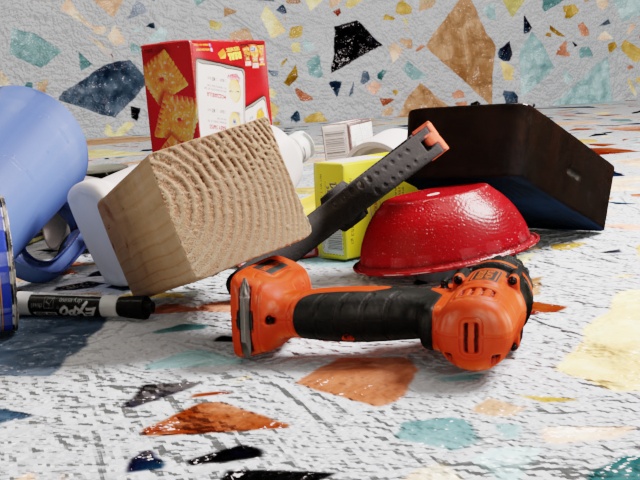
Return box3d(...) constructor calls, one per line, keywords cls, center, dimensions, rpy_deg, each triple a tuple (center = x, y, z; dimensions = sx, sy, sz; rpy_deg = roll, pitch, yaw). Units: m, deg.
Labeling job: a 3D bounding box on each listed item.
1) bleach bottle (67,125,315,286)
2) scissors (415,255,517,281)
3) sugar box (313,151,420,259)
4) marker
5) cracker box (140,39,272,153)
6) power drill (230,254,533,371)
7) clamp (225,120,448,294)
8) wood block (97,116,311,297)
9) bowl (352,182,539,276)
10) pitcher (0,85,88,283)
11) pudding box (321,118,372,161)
box3d(cls="bleach bottle", center=(-0.104, -0.053, 0.993), dimensions=(0.250, 0.102, 0.068), rpy_deg=(-31, 16, -37))
box3d(cls="scissors", center=(0.148, 0.009, 0.970), dimensions=(0.096, 0.016, 0.201), rpy_deg=(0, 11, 27))
box3d(cls="sugar box", center=(0.069, -0.041, 1.062), dimensions=(0.175, 0.093, 0.048), rpy_deg=(-13, 14, -43))
box3d(cls="marker", center=(-0.183, 0.050, 0.828), dimensions=(0.121, 0.020, 0.020), rpy_deg=(0, 10, 20))
box3d(cls="cracker box", center=(-0.118, -0.112, 1.176), dimensions=(0.072, 0.214, 0.164), rpy_deg=(0, 10, 26))
box3d(cls="power drill", center=(0.046, 0.040, 0.711), dimensions=(0.188, 0.057, 0.184), rpy_deg=(-1, 7, 16))
box3d(cls="clamp", center=(0.013, -0.024, 0.894), dimensions=(0.210, 0.036, 0.164), rpy_deg=(-36, 3, 22))
box3d(cls="wood block", center=(-0.095, -0.017, 0.799), dimensions=(0.090, 0.090, 0.206), rpy_deg=(-22, 1, -22))
box3d(cls="bowl", center=(0.102, -0.014, 0.913), dimensions=(0.162, 0.055, 0.162), rpy_deg=(-10, 7, 1))
box3d(cls="pitcher", center=(-0.296, -0.032, 0.953), dimensions=(0.149, 0.145, 0.242), rpy_deg=(8, 27, 2))
box3d(cls="pudding box", center=(0.038, -0.088, 1.289), dimensions=(0.039, 0.113, 0.090), rpy_deg=(-2, 9, 20))
